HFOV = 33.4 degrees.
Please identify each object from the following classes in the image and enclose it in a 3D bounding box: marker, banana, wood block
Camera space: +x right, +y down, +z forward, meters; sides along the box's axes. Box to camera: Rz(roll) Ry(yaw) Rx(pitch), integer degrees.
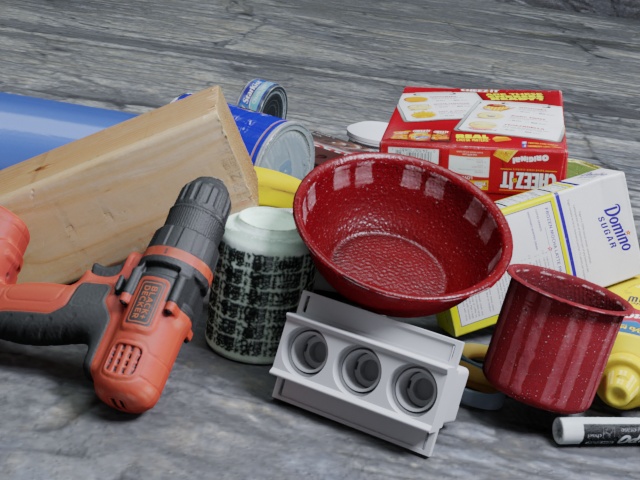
[{"bbox_3d":[0.223,0.134,0.752,0.121,0.020,0.020,2,22,-12],"label":"marker"},{"bbox_3d":[-0.053,-0.044,1.010,0.070,0.037,0.197,-9,-13,42],"label":"banana"},{"bbox_3d":[-0.161,-0.040,0.868,0.206,0.090,0.091,-20,23,5],"label":"wood block"}]

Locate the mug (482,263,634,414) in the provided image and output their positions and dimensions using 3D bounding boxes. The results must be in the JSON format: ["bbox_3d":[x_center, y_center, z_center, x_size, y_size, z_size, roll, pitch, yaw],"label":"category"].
[{"bbox_3d":[0.168,0.069,0.771,0.093,0.081,0.117,20,14,15],"label":"mug"}]

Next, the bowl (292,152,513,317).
[{"bbox_3d":[0.055,0.005,0.778,0.162,0.055,0.162,7,41,-7],"label":"bowl"}]

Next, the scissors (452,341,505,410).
[{"bbox_3d":[0.077,0.081,0.850,0.096,0.016,0.202,-9,26,-39],"label":"scissors"}]

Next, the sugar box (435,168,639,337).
[{"bbox_3d":[0.175,0.008,0.888,0.176,0.093,0.048,-17,12,-13],"label":"sugar box"}]

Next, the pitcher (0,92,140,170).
[{"bbox_3d":[-0.271,-0.075,1.002,0.242,0.145,0.149,5,52,-15],"label":"pitcher"}]

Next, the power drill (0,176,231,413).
[{"bbox_3d":[-0.169,0.022,0.763,0.188,0.057,0.184,9,58,18],"label":"power drill"}]

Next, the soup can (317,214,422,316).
[{"bbox_3d":[0.028,0.008,0.859,0.102,0.069,0.068,39,30,12],"label":"soup can"}]

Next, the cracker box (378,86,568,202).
[{"bbox_3d":[0.149,-0.089,1.021,0.164,0.072,0.213,3,21,10],"label":"cracker box"}]

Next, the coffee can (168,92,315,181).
[{"bbox_3d":[-0.091,-0.090,1.115,0.140,0.103,0.102,19,24,29],"label":"coffee can"}]

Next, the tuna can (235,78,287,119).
[{"bbox_3d":[-0.073,-0.154,1.311,0.034,0.086,0.086,17,23,20],"label":"tuna can"}]

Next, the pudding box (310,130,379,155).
[{"bbox_3d":[0.013,-0.088,1.232,0.114,0.039,0.089,19,24,28],"label":"pudding box"}]
